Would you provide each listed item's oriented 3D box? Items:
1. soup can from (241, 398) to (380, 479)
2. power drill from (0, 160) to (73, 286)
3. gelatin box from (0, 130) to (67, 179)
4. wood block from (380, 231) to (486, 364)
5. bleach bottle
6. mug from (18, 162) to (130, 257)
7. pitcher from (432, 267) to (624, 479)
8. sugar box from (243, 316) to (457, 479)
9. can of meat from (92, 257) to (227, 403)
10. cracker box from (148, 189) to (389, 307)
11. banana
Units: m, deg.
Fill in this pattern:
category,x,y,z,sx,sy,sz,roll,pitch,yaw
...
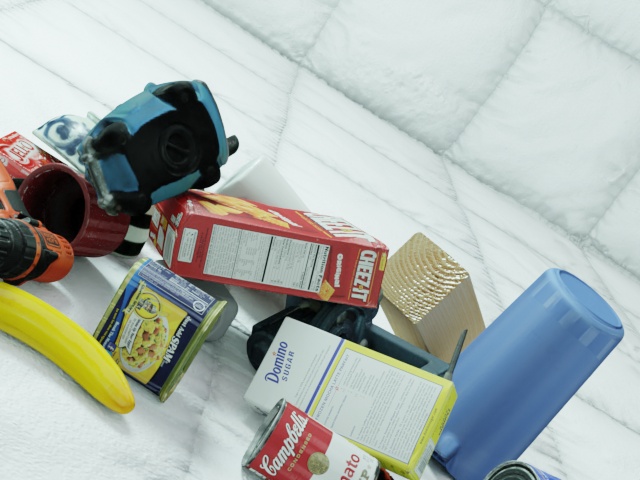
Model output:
category,x,y,z,sx,sy,sz,roll,pitch,yaw
soup can,-0.008,0.192,0.920,0.102,0.068,0.068,34,15,-4
power drill,-0.299,-0.046,0.932,0.188,0.057,0.184,58,1,9
gelatin box,-0.329,-0.085,1.183,0.073,0.030,0.089,33,15,-4
wood block,0.139,0.089,1.338,0.090,0.090,0.206,42,-9,30
bleach bottle,-0.026,0.007,1.394,0.250,0.068,0.103,49,-25,-10
mug,-0.255,-0.026,1.072,0.117,0.093,0.081,0,-5,25
pitcher,0.218,0.148,1.183,0.144,0.243,0.149,28,22,-28
sugar box,0.027,0.146,0.989,0.176,0.093,0.048,20,-21,24
can of meat,-0.144,0.076,0.934,0.084,0.102,0.057,32,16,1
cracker box,-0.057,0.001,1.094,0.213,0.072,0.164,10,10,-18
banana,-0.235,0.078,0.873,0.197,0.037,0.069,29,33,-11
